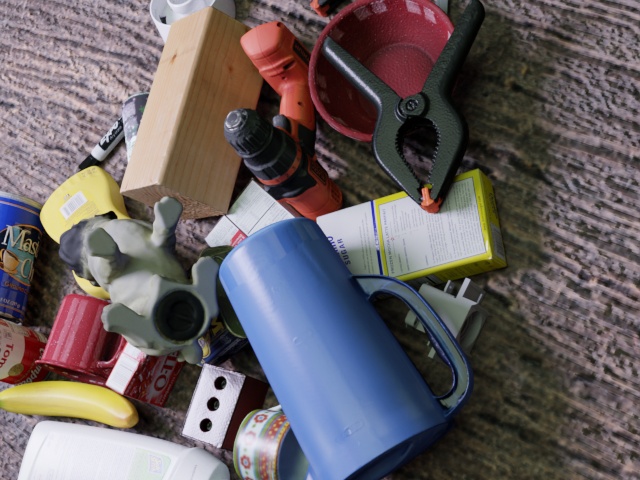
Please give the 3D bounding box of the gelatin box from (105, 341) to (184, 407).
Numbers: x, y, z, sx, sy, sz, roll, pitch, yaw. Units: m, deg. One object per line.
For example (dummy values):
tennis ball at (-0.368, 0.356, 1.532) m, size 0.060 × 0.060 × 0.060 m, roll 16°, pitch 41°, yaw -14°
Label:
gelatin box at (-0.175, 0.124, 1.119) m, size 0.030 × 0.073 × 0.089 m, roll 23°, pitch 84°, yaw 32°

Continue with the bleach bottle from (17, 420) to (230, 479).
bleach bottle at (-0.189, 0.251, 1.090) m, size 0.251 × 0.068 × 0.102 m, roll 5°, pitch 75°, yaw 27°

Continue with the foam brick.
foam brick at (-0.095, 0.169, 1.074) m, size 0.053 × 0.051 × 0.078 m, roll 12°, pitch 78°, yaw 30°

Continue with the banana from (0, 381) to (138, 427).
banana at (-0.272, 0.180, 1.158) m, size 0.198 × 0.069 × 0.037 m, roll 0°, pitch 111°, yaw 21°

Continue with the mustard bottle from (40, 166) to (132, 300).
mustard bottle at (-0.239, 0.009, 1.203) m, size 0.096 × 0.058 × 0.192 m, roll -40°, pitch 59°, yaw 4°

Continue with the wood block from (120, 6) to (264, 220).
wood block at (-0.134, -0.136, 1.162) m, size 0.091 × 0.090 × 0.206 m, roll -6°, pitch 66°, yaw 53°

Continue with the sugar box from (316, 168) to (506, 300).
sugar box at (0.086, 0.001, 1.044) m, size 0.176 × 0.048 × 0.093 m, roll -17°, pitch 66°, yaw 26°

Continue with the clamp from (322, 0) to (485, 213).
clamp at (0.100, -0.132, 1.028) m, size 0.165 × 0.036 × 0.210 m, roll -19°, pitch 70°, yaw 14°

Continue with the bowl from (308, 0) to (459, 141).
bowl at (0.072, -0.171, 1.099) m, size 0.162 × 0.055 × 0.162 m, roll -5°, pitch 76°, yaw 20°

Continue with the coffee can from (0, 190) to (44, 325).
coffee can at (-0.385, 0.021, 1.249) m, size 0.103 × 0.102 × 0.140 m, roll 1°, pitch 73°, yaw 28°

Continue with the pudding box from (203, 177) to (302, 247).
pudding box at (-0.057, 0.001, 1.123) m, size 0.114 × 0.039 × 0.090 m, roll 42°, pitch 95°, yaw 30°

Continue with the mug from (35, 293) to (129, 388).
mug at (-0.243, 0.108, 1.148) m, size 0.117 × 0.093 × 0.081 m, roll -2°, pitch 65°, yaw 47°

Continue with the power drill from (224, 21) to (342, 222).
power drill at (-0.042, -0.129, 1.087) m, size 0.057 × 0.184 × 0.187 m, roll -18°, pitch 56°, yaw 22°

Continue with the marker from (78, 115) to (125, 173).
marker at (-0.248, -0.124, 1.278) m, size 0.121 × 0.020 × 0.020 m, roll -48°, pitch 58°, yaw 5°

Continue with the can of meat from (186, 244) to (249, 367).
can of meat at (-0.107, 0.069, 1.090) m, size 0.084 × 0.057 × 0.102 m, roll -41°, pitch 67°, yaw 42°

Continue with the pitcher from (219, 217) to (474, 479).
pitcher at (0.015, 0.096, 0.973) m, size 0.243 × 0.149 × 0.145 m, roll 59°, pitch 146°, yaw 19°

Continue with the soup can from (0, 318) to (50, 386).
soup can at (-0.357, 0.124, 1.198) m, size 0.069 × 0.102 × 0.068 m, roll -9°, pitch 68°, yaw 24°
